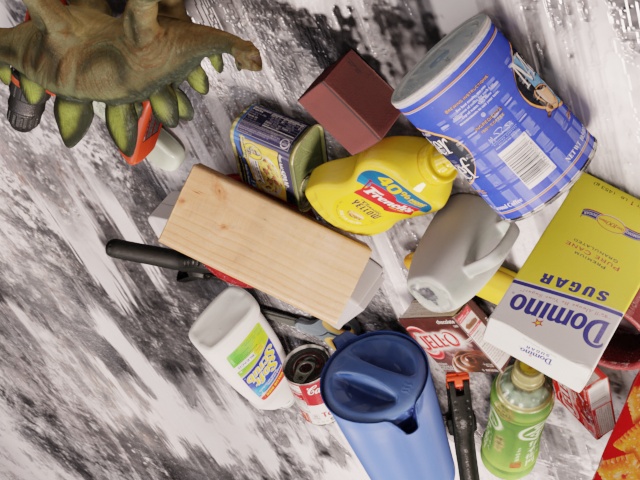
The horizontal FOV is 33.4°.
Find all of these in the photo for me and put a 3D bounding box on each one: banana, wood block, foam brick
[{"bbox_3d":[0.174,0.050,1.110,0.198,0.037,0.070,27,148,17],"label":"banana"},{"bbox_3d":[-0.058,0.002,1.143,0.206,0.090,0.091,25,-175,-4],"label":"wood block"},{"bbox_3d":[0.030,-0.129,1.000,0.078,0.053,0.051,44,149,-10],"label":"foam brick"}]

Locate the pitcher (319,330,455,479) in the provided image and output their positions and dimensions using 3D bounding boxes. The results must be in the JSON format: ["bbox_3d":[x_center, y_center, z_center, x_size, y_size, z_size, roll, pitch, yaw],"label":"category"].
[{"bbox_3d":[0.089,0.227,1.330,0.145,0.149,0.243,1,139,22],"label":"pitcher"}]

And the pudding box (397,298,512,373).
[{"bbox_3d":[0.152,0.106,1.200,0.090,0.039,0.114,47,154,-17],"label":"pudding box"}]

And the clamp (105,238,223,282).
[{"bbox_3d":[-0.155,0.035,1.407,0.210,0.036,0.164,5,169,26],"label":"clamp"}]

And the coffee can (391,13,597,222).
[{"bbox_3d":[0.142,-0.099,0.874,0.140,0.102,0.103,45,149,-13],"label":"coffee can"}]

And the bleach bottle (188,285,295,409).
[{"bbox_3d":[-0.088,0.166,1.489,0.068,0.102,0.250,36,168,36],"label":"bleach bottle"}]

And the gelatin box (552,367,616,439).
[{"bbox_3d":[0.275,0.157,1.127,0.073,0.030,0.089,50,166,48],"label":"gelatin box"}]

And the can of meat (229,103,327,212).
[{"bbox_3d":[-0.043,-0.089,1.128,0.084,0.057,0.102,24,148,24],"label":"can of meat"}]

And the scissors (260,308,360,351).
[{"bbox_3d":[-0.018,0.103,1.405,0.202,0.016,0.096,24,146,22],"label":"scissors"}]

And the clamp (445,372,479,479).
[{"bbox_3d":[0.174,0.232,1.301,0.039,0.120,0.171,-14,136,0],"label":"clamp"}]

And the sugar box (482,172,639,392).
[{"bbox_3d":[0.219,0.031,0.898,0.093,0.176,0.048,28,149,15],"label":"sugar box"}]

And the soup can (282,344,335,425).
[{"bbox_3d":[-0.007,0.201,1.476,0.069,0.068,0.102,16,144,32],"label":"soup can"}]

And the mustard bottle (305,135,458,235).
[{"bbox_3d":[0.072,-0.058,1.045,0.096,0.058,0.192,34,152,-22],"label":"mustard bottle"}]

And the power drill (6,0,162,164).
[{"bbox_3d":[-0.271,-0.165,1.218,0.188,0.057,0.185,30,129,6],"label":"power drill"}]
